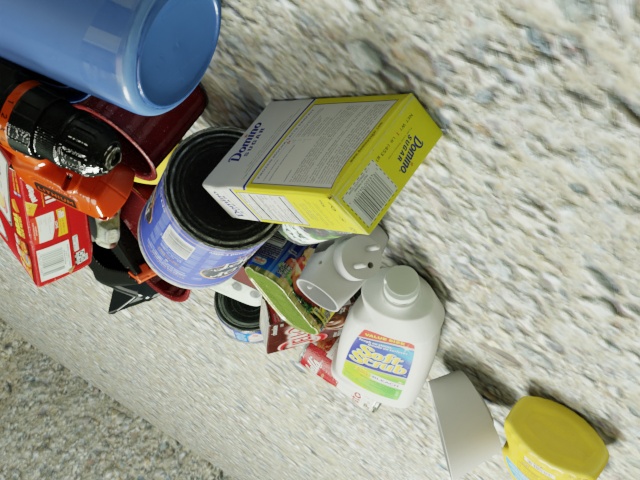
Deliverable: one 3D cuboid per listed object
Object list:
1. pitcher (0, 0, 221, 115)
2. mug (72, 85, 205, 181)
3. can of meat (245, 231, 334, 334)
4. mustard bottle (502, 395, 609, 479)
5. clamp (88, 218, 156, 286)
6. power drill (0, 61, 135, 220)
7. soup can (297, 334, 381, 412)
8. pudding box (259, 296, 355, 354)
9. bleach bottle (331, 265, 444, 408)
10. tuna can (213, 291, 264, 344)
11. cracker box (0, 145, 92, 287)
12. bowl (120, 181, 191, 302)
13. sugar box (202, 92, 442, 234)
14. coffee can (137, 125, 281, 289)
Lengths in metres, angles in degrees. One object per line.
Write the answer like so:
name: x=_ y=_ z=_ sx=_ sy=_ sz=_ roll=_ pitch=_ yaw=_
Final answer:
pitcher: x=-0.195 y=-0.173 z=0.769 sx=0.243 sy=0.145 sz=0.149 roll=27 pitch=-174 yaw=21
mug: x=-0.160 y=-0.114 z=0.914 sx=0.117 sy=0.081 sz=0.093 roll=20 pitch=155 yaw=41
can of meat: x=-0.012 y=0.025 z=0.974 sx=0.058 sy=0.084 sz=0.102 roll=19 pitch=154 yaw=44
mustard bottle: x=0.224 y=0.219 z=1.043 sx=0.096 sy=0.058 sz=0.191 roll=32 pitch=160 yaw=21
clamp: x=-0.266 y=0.000 z=1.228 sx=0.210 sy=0.036 sz=0.165 roll=36 pitch=136 yaw=26
power drill: x=-0.209 y=-0.076 z=0.826 sx=0.184 sy=0.057 sz=0.187 roll=28 pitch=169 yaw=16
soup can: x=0.035 y=0.133 z=1.170 sx=0.102 sy=0.068 sz=0.068 roll=33 pitch=161 yaw=10
pudding box: x=-0.015 y=0.076 z=1.091 sx=0.113 sy=0.090 sz=0.039 roll=97 pitch=156 yaw=-67
bleach bottle: x=0.062 y=0.084 z=1.009 sx=0.102 sy=0.068 sz=0.251 roll=24 pitch=157 yaw=12
tuna can: x=-0.076 y=0.070 z=1.192 sx=0.086 sy=0.086 sz=0.034 roll=31 pitch=159 yaw=19
cracker box: x=-0.314 y=-0.083 z=1.088 sx=0.214 sy=0.072 sz=0.164 roll=46 pitch=148 yaw=34
bowl: x=-0.177 y=-0.013 z=1.189 sx=0.162 sy=0.055 sz=0.162 roll=37 pitch=148 yaw=28
sugar box: x=-0.004 y=-0.056 z=0.754 sx=0.048 sy=0.093 sz=0.177 roll=47 pitch=160 yaw=-26
coffee can: x=-0.092 y=-0.024 z=0.892 sx=0.103 sy=0.102 sz=0.140 roll=39 pitch=157 yaw=-4
